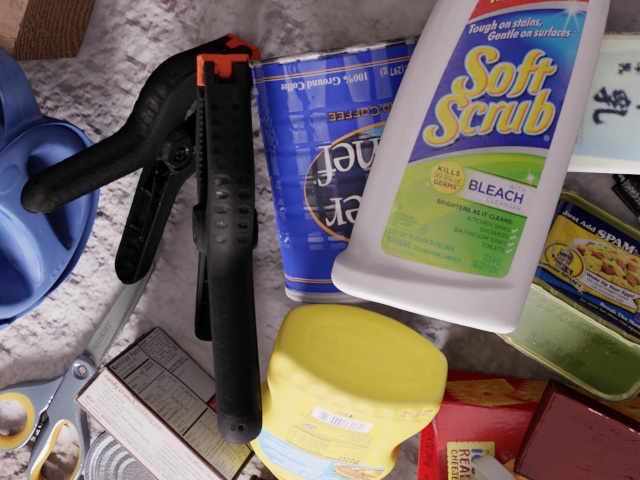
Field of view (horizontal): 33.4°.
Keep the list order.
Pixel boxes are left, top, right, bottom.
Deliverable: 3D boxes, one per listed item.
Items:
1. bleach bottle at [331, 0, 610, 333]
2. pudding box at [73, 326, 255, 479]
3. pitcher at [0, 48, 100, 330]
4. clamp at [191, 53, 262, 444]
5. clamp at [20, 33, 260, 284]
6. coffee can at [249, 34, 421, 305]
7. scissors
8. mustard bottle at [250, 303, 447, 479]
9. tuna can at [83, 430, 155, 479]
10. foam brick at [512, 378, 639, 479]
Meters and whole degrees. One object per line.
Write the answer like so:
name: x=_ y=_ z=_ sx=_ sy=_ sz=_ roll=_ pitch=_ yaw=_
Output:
bleach bottle: x=0.085 y=-0.086 z=0.538 sx=0.102 sy=0.068 sz=0.251 roll=14 pitch=96 yaw=1
pudding box: x=-0.095 y=0.117 z=0.700 sx=0.113 sy=0.090 sz=0.039 roll=42 pitch=108 yaw=2
pitcher: x=-0.272 y=-0.057 z=0.676 sx=0.243 sy=0.145 sz=0.149 roll=22 pitch=80 yaw=19
clamp: x=-0.054 y=0.001 z=0.616 sx=0.036 sy=0.164 sz=0.210 roll=-3 pitch=114 yaw=-12
clamp: x=-0.097 y=-0.051 z=0.664 sx=0.171 sy=0.120 sz=0.039 roll=-44 pitch=62 yaw=-13
coffee can: x=0.019 y=-0.043 z=0.627 sx=0.103 sy=0.102 sz=0.140 roll=-6 pitch=101 yaw=16
scissors: x=-0.186 y=0.089 z=0.757 sx=0.096 sy=0.016 sz=0.202 roll=21 pitch=107 yaw=9
mustard bottle: x=0.005 y=0.110 z=0.650 sx=0.096 sy=0.058 sz=0.192 roll=17 pitch=146 yaw=-3
tuna can: x=-0.121 y=0.162 z=0.747 sx=0.086 sy=0.033 sz=0.086 roll=3 pitch=103 yaw=14
foam brick: x=0.150 y=0.118 z=0.583 sx=0.078 sy=0.053 sz=0.051 roll=26 pitch=94 yaw=12
